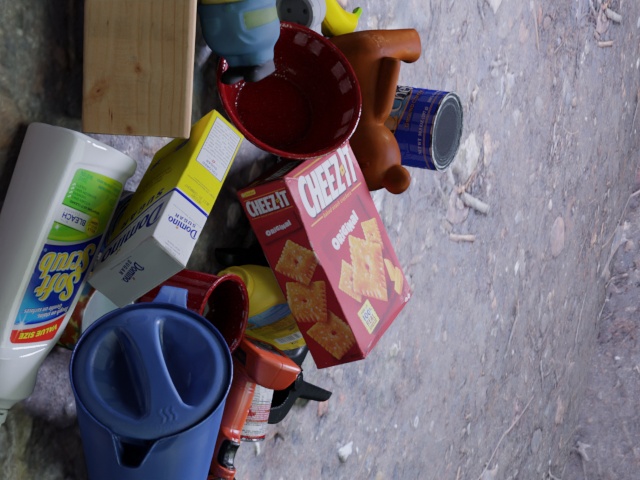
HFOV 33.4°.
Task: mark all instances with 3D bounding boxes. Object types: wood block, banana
[{"bbox_3d":[-0.149,-0.196,0.898,0.091,0.090,0.206,-112,-155,-75],"label":"wood block"},{"bbox_3d":[0.002,-0.287,1.245,0.197,0.037,0.069,42,44,-61],"label":"banana"}]

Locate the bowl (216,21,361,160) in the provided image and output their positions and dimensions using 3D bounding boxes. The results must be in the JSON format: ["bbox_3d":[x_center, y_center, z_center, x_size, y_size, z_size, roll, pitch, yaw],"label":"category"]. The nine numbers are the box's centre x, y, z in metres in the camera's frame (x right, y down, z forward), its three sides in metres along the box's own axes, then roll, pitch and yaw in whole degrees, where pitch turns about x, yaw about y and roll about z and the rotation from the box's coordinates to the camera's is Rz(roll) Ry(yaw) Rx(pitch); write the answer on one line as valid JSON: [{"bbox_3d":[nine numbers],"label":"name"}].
[{"bbox_3d":[-0.040,-0.150,1.137,0.162,0.162,0.055,-62,-171,-28],"label":"bowl"}]

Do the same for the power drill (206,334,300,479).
[{"bbox_3d":[-0.088,0.199,1.097,0.057,0.185,0.188,23,93,-26],"label":"power drill"}]

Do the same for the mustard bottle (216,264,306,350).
[{"bbox_3d":[-0.064,0.071,1.189,0.191,0.096,0.058,39,36,-60],"label":"mustard bottle"}]

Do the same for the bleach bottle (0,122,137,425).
[{"bbox_3d":[-0.236,0.035,0.889,0.102,0.068,0.251,27,79,-63],"label":"bleach bottle"}]

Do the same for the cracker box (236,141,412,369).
[{"bbox_3d":[0.013,0.008,1.172,0.164,0.072,0.213,-43,113,-57],"label":"cracker box"}]

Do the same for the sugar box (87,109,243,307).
[{"bbox_3d":[-0.133,-0.031,0.932,0.048,0.094,0.176,43,39,-20],"label":"sugar box"}]

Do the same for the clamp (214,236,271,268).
[{"bbox_3d":[-0.058,0.002,1.230,0.120,0.039,0.171,-57,154,-10],"label":"clamp"}]

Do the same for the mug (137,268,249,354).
[{"bbox_3d":[-0.131,0.083,1.082,0.093,0.082,0.117,-31,127,-55],"label":"mug"}]

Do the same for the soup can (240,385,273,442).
[{"bbox_3d":[-0.087,0.171,1.213,0.068,0.069,0.102,9,92,-63],"label":"soup can"}]

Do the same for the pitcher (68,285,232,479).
[{"bbox_3d":[-0.152,0.166,0.970,0.149,0.145,0.243,-29,152,-29],"label":"pitcher"}]

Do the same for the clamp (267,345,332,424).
[{"bbox_3d":[-0.038,0.158,1.335,0.209,0.036,0.164,-25,123,-57],"label":"clamp"}]

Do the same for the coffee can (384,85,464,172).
[{"bbox_3d":[0.099,-0.147,1.364,0.102,0.140,0.103,-33,128,-54],"label":"coffee can"}]
